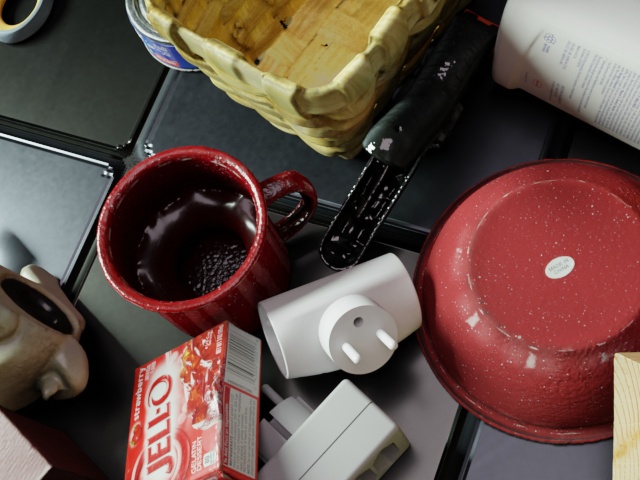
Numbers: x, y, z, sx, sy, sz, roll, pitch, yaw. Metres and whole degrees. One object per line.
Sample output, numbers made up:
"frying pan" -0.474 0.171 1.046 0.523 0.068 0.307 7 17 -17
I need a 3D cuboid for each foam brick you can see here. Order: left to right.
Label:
"foam brick" -0.157 0.128 0.563 0.051 0.078 0.053 39 83 23

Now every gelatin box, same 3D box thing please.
"gelatin box" -0.067 0.095 0.553 0.073 0.030 0.089 -29 43 31

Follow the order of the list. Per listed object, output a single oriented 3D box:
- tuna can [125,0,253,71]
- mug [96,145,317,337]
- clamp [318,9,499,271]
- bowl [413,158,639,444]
"tuna can" -0.080 -0.153 0.680 0.086 0.033 0.086 -5 68 11
"mug" -0.054 0.001 0.586 0.117 0.081 0.093 -33 65 -1
"clamp" 0.051 -0.060 0.587 0.039 0.120 0.171 37 50 2
"bowl" 0.124 0.020 0.552 0.162 0.055 0.162 -5 68 12
